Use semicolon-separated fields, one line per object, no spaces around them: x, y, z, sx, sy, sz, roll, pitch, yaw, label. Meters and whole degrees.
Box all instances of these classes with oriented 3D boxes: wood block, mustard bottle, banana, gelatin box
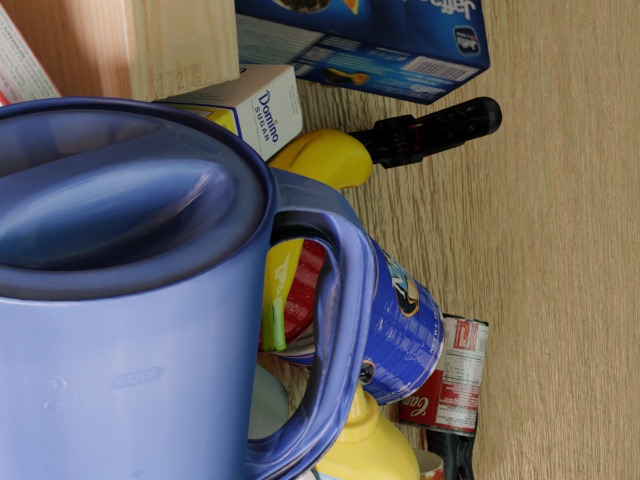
-0.104;-0.172;0.492;0.090;0.091;0.206;-30;120;-56;wood block
0.020;0.170;0.741;0.058;0.096;0.192;-54;150;-47;mustard bottle
-0.009;-0.022;0.592;0.197;0.037;0.069;-60;150;-53;banana
-0.148;-0.064;0.450;0.030;0.073;0.089;-64;145;-31;gelatin box

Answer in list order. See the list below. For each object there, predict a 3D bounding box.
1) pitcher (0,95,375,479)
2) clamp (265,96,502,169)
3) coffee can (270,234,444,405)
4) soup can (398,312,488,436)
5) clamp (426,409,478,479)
-0.078;0.075;0.422;0.144;0.149;0.243;-41;144;-47;pitcher
0.065;-0.073;0.769;0.209;0.165;0.036;-17;96;-68;clamp
0.014;0.047;0.731;0.140;0.103;0.103;41;60;-56;coffee can
0.111;0.118;0.951;0.068;0.069;0.102;23;75;-60;soup can
0.121;0.209;1.017;0.120;0.039;0.171;-16;103;-64;clamp
